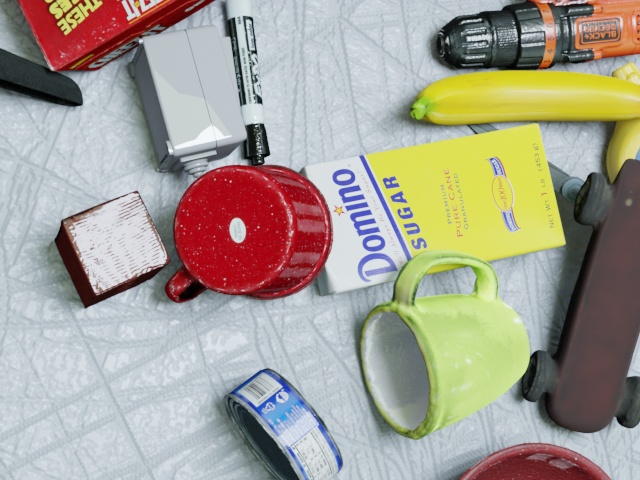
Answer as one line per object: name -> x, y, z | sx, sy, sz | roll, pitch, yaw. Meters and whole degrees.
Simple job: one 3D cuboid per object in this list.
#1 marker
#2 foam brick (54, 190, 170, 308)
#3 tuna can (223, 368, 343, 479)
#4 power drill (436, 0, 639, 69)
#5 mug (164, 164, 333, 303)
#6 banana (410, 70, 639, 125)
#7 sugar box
marker -> -0.051, -0.113, 0.756 | 0.020, 0.020, 0.121 | -6, 84, -18
foam brick -> -0.135, 0.007, 0.684 | 0.053, 0.078, 0.051 | -24, 88, -19
tuna can -> -0.024, 0.126, 0.696 | 0.033, 0.086, 0.086 | -36, 94, -20
power drill -> 0.172, -0.222, 0.794 | 0.184, 0.057, 0.188 | -8, 107, -13
mug -> -0.055, 0.001, 0.694 | 0.117, 0.081, 0.093 | -36, 82, 10
banana -> 0.150, -0.101, 0.788 | 0.197, 0.070, 0.037 | -5, 121, -13
sugar box -> 0.078, -0.022, 0.761 | 0.176, 0.048, 0.093 | -12, 86, -14
